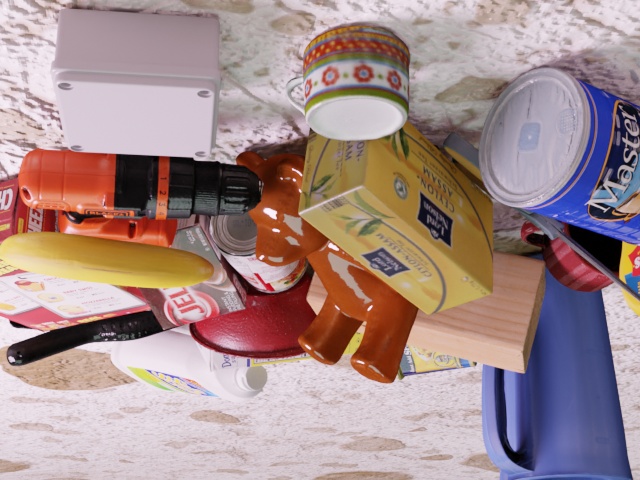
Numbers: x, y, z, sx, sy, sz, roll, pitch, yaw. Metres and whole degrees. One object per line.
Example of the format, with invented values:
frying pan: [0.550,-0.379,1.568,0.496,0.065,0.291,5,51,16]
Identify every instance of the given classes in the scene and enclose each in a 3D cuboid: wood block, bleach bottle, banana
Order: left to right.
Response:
banana: [-0.178,0.015,0.893,0.197,0.037,0.070,9,-171,-20]
bleach bottle: [-0.146,0.144,1.245,0.102,0.068,0.251,37,159,-29]
wood block: [0.103,0.052,1.020,0.206,0.090,0.090,13,163,16]

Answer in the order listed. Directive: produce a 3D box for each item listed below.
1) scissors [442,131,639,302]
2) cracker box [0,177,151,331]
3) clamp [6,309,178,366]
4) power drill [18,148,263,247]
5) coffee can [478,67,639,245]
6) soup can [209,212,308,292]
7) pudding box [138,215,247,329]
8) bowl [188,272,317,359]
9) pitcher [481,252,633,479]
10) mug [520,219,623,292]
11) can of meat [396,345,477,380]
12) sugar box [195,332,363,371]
scissors: [0.175,-0.018,0.867,0.201,0.016,0.096,40,-179,-6]
cracker box: [-0.278,0.019,1.037,0.164,0.072,0.213,-12,155,26]
clamp: [-0.255,0.098,1.202,0.210,0.036,0.164,-6,-166,-7]
power drill: [-0.149,-0.033,0.881,0.184,0.057,0.188,5,169,-11]
coffee can: [0.204,-0.060,0.799,0.140,0.103,0.103,15,154,-34]
soup can: [-0.057,0.001,0.997,0.068,0.068,0.102,-5,158,13]
pudding box: [-0.132,0.027,1.026,0.090,0.039,0.113,-16,123,14]
bowl: [-0.058,0.064,1.111,0.162,0.055,0.162,-1,-159,0]
pitcher: [0.238,0.138,1.109,0.145,0.243,0.149,-4,158,9]
mug: [0.239,-0.002,0.969,0.117,0.093,0.081,5,163,-6]
can of meat: [0.112,0.090,1.108,0.084,0.057,0.102,-10,116,16]
sugar box: [-0.046,0.097,1.168,0.176,0.048,0.093,-7,-157,-15]
